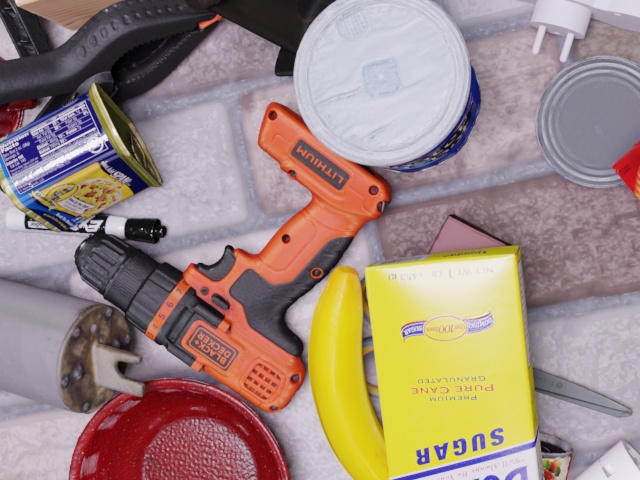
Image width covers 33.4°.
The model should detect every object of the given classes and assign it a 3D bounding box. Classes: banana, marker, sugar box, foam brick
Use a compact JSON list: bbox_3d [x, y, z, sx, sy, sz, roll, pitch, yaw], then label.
[{"bbox_3d":[0.031,0.112,0.721,0.069,0.037,0.198,-28,108,-2],"label":"banana"},{"bbox_3d":[-0.172,-0.011,0.785,0.121,0.020,0.020,5,93,11],"label":"marker"},{"bbox_3d":[0.084,0.096,0.649,0.093,0.048,0.176,-6,94,15],"label":"sugar box"},{"bbox_3d":[0.097,0.017,0.703,0.053,0.078,0.051,27,96,7],"label":"foam brick"}]

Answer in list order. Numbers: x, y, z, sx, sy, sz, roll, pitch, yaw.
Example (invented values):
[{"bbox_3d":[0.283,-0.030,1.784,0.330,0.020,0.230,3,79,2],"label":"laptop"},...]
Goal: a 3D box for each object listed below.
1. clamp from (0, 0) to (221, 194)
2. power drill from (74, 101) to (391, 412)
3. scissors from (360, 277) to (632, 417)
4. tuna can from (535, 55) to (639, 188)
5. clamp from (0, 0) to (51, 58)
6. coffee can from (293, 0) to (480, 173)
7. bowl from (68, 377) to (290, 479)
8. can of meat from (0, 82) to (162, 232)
[{"bbox_3d":[-0.165,-0.114,0.723,0.210,0.164,0.036,-33,74,1],"label":"clamp"},{"bbox_3d":[-0.055,0.001,0.737,0.184,0.057,0.188,35,101,-1],"label":"power drill"},{"bbox_3d":[0.102,0.098,0.736,0.202,0.016,0.096,34,99,8],"label":"scissors"},{"bbox_3d":[0.185,-0.077,0.704,0.086,0.033,0.086,0,92,11],"label":"tuna can"},{"bbox_3d":[-0.247,-0.195,0.748,0.039,0.120,0.171,-29,61,41],"label":"clamp"},{"bbox_3d":[0.047,-0.096,0.677,0.103,0.140,0.103,0,92,11],"label":"coffee can"},{"bbox_3d":[-0.094,0.174,0.757,0.162,0.055,0.162,0,92,11],"label":"bowl"},{"bbox_3d":[-0.167,-0.053,0.733,0.084,0.102,0.057,-28,74,1],"label":"can of meat"}]
